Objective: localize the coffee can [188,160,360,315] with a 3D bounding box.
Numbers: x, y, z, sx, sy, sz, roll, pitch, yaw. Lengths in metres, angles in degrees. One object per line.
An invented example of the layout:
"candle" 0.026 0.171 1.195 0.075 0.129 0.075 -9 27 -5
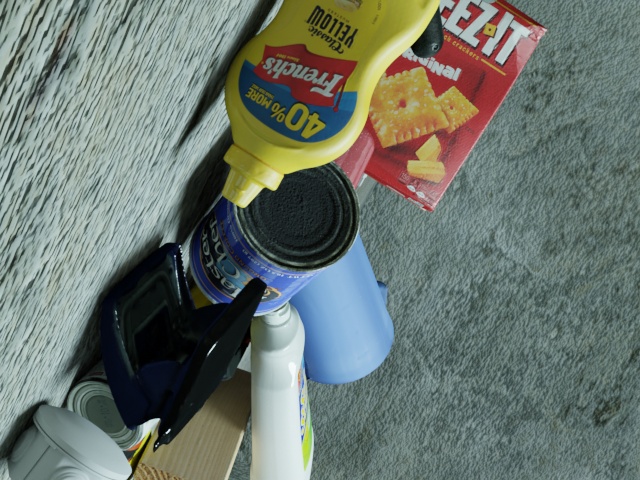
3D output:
"coffee can" -0.041 -0.004 0.863 0.102 0.103 0.140 -56 -173 -26

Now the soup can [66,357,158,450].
"soup can" -0.150 0.115 0.863 0.069 0.068 0.102 -61 175 32

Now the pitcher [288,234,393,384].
"pitcher" -0.008 0.051 1.193 0.243 0.145 0.149 71 15 -48

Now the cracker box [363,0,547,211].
"cracker box" 0.096 -0.160 1.057 0.214 0.164 0.072 -58 -174 4

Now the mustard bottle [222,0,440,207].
"mustard bottle" -0.008 -0.107 0.704 0.191 0.096 0.058 -58 176 3

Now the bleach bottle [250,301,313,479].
"bleach bottle" -0.045 0.159 1.133 0.102 0.068 0.251 -80 172 -47

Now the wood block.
"wood block" -0.136 0.224 1.160 0.206 0.091 0.090 -72 -179 -62
